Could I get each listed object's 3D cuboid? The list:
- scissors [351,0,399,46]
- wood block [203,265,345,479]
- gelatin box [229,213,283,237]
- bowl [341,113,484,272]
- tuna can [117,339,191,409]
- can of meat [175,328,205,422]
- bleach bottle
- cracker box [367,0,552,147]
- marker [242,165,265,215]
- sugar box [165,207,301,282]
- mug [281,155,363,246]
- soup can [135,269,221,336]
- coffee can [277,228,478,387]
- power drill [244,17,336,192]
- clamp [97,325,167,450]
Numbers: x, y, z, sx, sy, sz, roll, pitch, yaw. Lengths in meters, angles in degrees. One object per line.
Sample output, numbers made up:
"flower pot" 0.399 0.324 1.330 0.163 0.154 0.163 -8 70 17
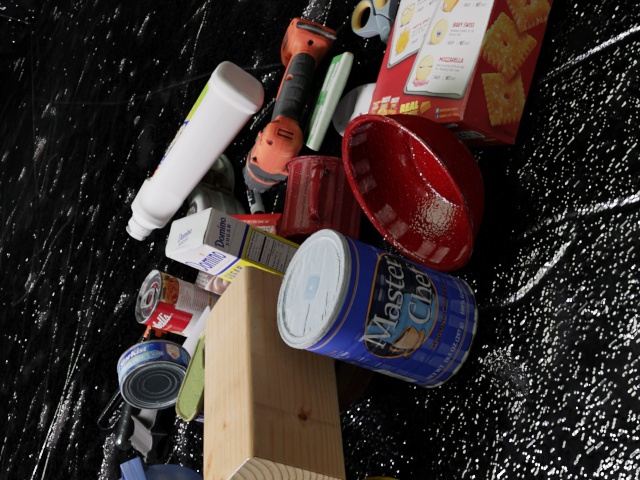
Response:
"scissors" 0.066 -0.227 1.206 0.096 0.016 0.201 -39 41 47
"wood block" -0.044 0.134 0.936 0.090 0.090 0.206 -52 29 36
"gelatin box" -0.058 0.001 1.173 0.073 0.089 0.030 0 67 27
"bowl" 0.093 -0.053 0.946 0.055 0.162 0.162 -35 17 -24
"tuna can" -0.189 0.155 1.227 0.086 0.086 0.034 -53 33 28
"can of meat" -0.100 0.157 1.176 0.058 0.083 0.102 15 85 62
"bleach bottle" -0.166 -0.099 1.325 0.251 0.068 0.102 -52 14 19
"cracker box" 0.136 -0.194 1.001 0.164 0.072 0.213 3 74 61
"marker" -0.082 -0.053 1.351 0.020 0.020 0.121 -53 32 29
"sugar box" -0.062 0.023 1.097 0.094 0.176 0.048 -15 59 57
"mug" 0.003 -0.039 1.103 0.117 0.093 0.081 72 -155 -75
"soup can" -0.169 0.083 1.329 0.069 0.102 0.068 -40 40 44
"coffee can" 0.049 0.060 0.914 0.103 0.140 0.103 -40 40 44
"power drill" -0.041 -0.158 1.286 0.185 0.057 0.187 139 146 -70
"clamp" -0.263 0.202 1.487 0.120 0.039 0.171 0 66 56
